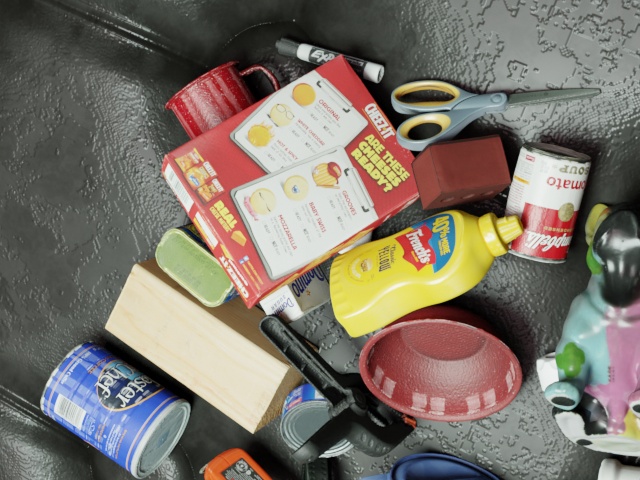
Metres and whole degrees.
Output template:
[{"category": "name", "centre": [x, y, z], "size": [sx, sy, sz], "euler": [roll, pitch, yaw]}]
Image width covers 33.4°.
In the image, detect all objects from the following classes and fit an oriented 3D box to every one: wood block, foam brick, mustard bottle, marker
[{"category": "wood block", "centre": [-0.119, 0.109, 1.179], "size": [0.206, 0.090, 0.090], "euler": [33, 110, 15]}, {"category": "foam brick", "centre": [0.135, -0.065, 1.031], "size": [0.078, 0.053, 0.051], "euler": [-9, 75, -18]}, {"category": "mustard bottle", "centre": [0.103, 0.020, 1.022], "size": [0.192, 0.096, 0.058], "euler": [-23, 125, 20]}, {"category": "marker", "centre": [0.008, -0.189, 1.109], "size": [0.121, 0.020, 0.020], "euler": [20, 107, 19]}]

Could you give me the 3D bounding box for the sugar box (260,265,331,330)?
[{"category": "sugar box", "centre": [-0.057, 0.001, 1.132], "size": [0.048, 0.093, 0.176], "euler": [-34, 86, 25]}]

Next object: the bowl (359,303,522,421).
[{"category": "bowl", "centre": [0.122, 0.114, 1.072], "size": [0.162, 0.055, 0.162], "euler": [7, 136, 7]}]

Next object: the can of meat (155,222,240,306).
[{"category": "can of meat", "centre": [-0.119, 0.022, 1.167], "size": [0.102, 0.083, 0.057], "euler": [37, 111, 13]}]

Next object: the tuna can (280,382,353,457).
[{"category": "tuna can", "centre": [0.000, 0.193, 1.153], "size": [0.086, 0.033, 0.086], "euler": [2, 126, 3]}]

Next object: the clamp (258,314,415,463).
[{"category": "clamp", "centre": [0.025, 0.175, 1.075], "size": [0.036, 0.209, 0.164], "euler": [-38, 41, 25]}]

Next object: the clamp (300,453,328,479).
[{"category": "clamp", "centre": [-0.010, 0.312, 1.158], "size": [0.039, 0.171, 0.120], "euler": [12, 141, -10]}]

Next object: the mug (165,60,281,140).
[{"category": "mug", "centre": [-0.094, -0.138, 1.130], "size": [0.117, 0.093, 0.081], "euler": [-32, 91, 5]}]

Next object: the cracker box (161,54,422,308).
[{"category": "cracker box", "centre": [-0.025, -0.059, 1.056], "size": [0.213, 0.072, 0.164], "euler": [-33, 85, -19]}]

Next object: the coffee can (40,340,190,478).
[{"category": "coffee can", "centre": [-0.237, 0.195, 1.238], "size": [0.140, 0.102, 0.103], "euler": [30, 110, 16]}]

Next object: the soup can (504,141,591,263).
[{"category": "soup can", "centre": [0.214, -0.037, 1.020], "size": [0.069, 0.068, 0.102], "euler": [17, 106, 20]}]

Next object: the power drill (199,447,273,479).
[{"category": "power drill", "centre": [-0.093, 0.335, 1.195], "size": [0.184, 0.057, 0.188], "euler": [41, 132, 17]}]

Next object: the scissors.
[{"category": "scissors", "centre": [0.159, -0.119, 1.031], "size": [0.202, 0.096, 0.016], "euler": [8, 146, 23]}]
